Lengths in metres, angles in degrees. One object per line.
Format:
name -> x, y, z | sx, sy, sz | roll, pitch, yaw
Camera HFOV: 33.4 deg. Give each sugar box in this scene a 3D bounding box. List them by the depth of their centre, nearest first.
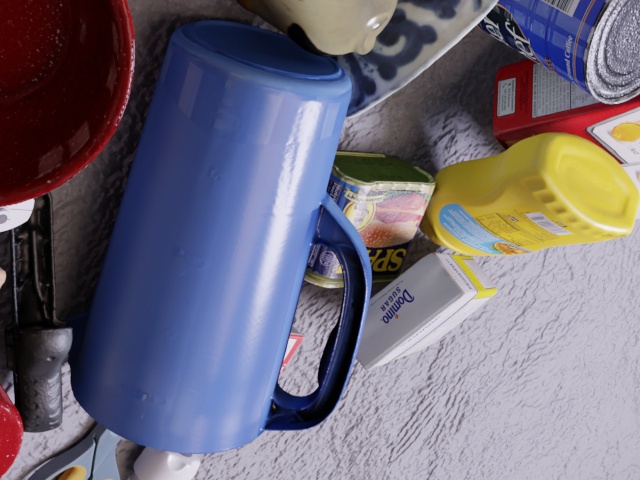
sugar box -> 0.079, 0.052, 0.830 | 0.093, 0.048, 0.176 | -39, 166, 11

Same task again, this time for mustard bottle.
mustard bottle -> 0.135, -0.025, 0.793 | 0.096, 0.192, 0.058 | 28, 69, -24

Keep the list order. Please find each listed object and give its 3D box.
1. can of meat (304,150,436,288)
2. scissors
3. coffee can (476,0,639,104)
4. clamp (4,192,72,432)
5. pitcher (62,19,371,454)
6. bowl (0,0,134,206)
can of meat -> 0.029, -0.017, 0.780 | 0.101, 0.058, 0.084 | -1, 120, -44
scissors -> -0.146, 0.145, 0.786 | 0.201, 0.016, 0.096 | -45, 144, -4
coffee can -> 0.161, -0.167, 0.707 | 0.102, 0.140, 0.103 | -25, 136, -27
clamp -> -0.170, 0.050, 0.635 | 0.039, 0.120, 0.172 | 3, 145, -18
pitcher -> -0.054, 0.001, 0.649 | 0.148, 0.145, 0.243 | 0, 118, -36
bowl -> -0.164, -0.098, 0.493 | 0.162, 0.055, 0.162 | -1, 115, -3
